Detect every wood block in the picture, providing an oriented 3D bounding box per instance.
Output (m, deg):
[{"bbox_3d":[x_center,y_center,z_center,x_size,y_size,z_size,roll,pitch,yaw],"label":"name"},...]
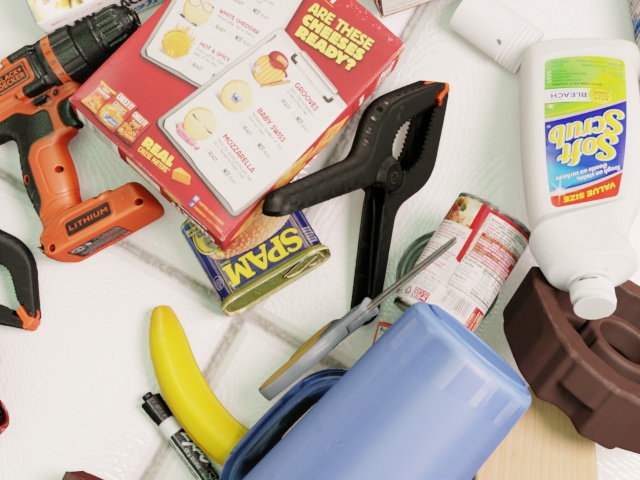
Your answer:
[{"bbox_3d":[0.153,0.218,0.778,0.091,0.090,0.206,2,52,5],"label":"wood block"}]

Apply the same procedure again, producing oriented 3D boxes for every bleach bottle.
[{"bbox_3d":[0.208,-0.050,0.822,0.102,0.068,0.250,1,51,4],"label":"bleach bottle"}]

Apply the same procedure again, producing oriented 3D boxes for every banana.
[{"bbox_3d":[-0.083,0.139,0.883,0.198,0.037,0.069,41,68,9],"label":"banana"}]

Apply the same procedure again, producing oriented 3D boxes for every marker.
[{"bbox_3d":[-0.109,0.175,0.885,0.020,0.020,0.121,-39,79,-3],"label":"marker"}]

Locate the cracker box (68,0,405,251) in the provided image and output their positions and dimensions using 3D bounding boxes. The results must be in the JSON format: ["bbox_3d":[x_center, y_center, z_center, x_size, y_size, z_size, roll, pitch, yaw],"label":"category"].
[{"bbox_3d":[-0.065,-0.124,0.852,0.164,0.072,0.213,42,81,3],"label":"cracker box"}]

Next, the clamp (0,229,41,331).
[{"bbox_3d":[-0.296,0.003,0.922,0.171,0.039,0.120,39,89,4],"label":"clamp"}]

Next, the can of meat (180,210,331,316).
[{"bbox_3d":[-0.056,0.001,0.894,0.102,0.057,0.084,-31,76,-2],"label":"can of meat"}]

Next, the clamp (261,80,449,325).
[{"bbox_3d":[0.049,-0.044,0.879,0.036,0.164,0.209,15,57,41],"label":"clamp"}]

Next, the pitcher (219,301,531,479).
[{"bbox_3d":[0.028,0.159,0.767,0.149,0.145,0.243,41,97,4],"label":"pitcher"}]

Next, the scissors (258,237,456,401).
[{"bbox_3d":[0.031,0.056,0.841,0.202,0.096,0.016,-41,91,12],"label":"scissors"}]

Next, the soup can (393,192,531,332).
[{"bbox_3d":[0.111,0.023,0.835,0.068,0.068,0.102,32,84,9],"label":"soup can"}]

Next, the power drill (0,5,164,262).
[{"bbox_3d":[-0.206,-0.090,0.915,0.184,0.057,0.188,-29,76,10],"label":"power drill"}]
